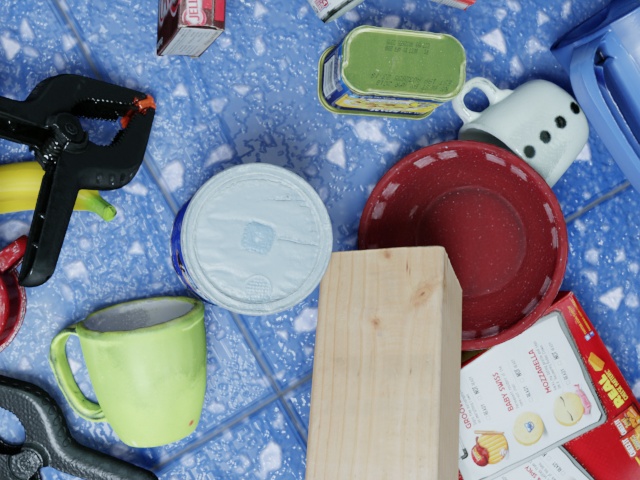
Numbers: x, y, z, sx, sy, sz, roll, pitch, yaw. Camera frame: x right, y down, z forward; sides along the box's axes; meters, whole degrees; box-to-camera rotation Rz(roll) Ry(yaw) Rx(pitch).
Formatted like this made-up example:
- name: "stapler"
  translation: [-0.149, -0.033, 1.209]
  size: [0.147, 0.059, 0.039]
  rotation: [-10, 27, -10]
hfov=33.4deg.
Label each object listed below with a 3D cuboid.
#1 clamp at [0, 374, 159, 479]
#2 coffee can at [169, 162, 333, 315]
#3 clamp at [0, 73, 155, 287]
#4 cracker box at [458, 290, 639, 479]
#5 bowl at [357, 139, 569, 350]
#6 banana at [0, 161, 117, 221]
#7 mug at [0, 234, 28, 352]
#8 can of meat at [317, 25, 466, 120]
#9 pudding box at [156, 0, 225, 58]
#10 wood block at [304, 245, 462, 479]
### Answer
- name: "clamp"
  translation: [-0.216, 0.172, 0.793]
  size: [0.171, 0.039, 0.120]
  rotation: [41, 89, 0]
- name: "coffee can"
  translation: [-0.055, 0.001, 0.778]
  size: [0.102, 0.140, 0.103]
  rotation: [0, 88, -11]
- name: "clamp"
  translation: [-0.179, -0.058, 0.740]
  size: [0.164, 0.036, 0.209]
  rotation: [58, 35, 6]
- name: "cracker box"
  translation: [0.145, 0.163, 0.848]
  size: [0.213, 0.072, 0.164]
  rotation: [-33, 94, -9]
- name: "bowl"
  translation: [0.113, 0.003, 0.836]
  size: [0.162, 0.055, 0.162]
  rotation: [1, 94, 17]
- name: "banana"
  translation: [-0.249, -0.028, 0.781]
  size: [0.197, 0.069, 0.037]
  rotation: [-9, 117, -4]
- name: "mug"
  translation: [-0.253, 0.039, 0.768]
  size: [0.117, 0.081, 0.093]
  rotation: [-40, 96, -10]
- name: "can of meat"
  translation: [0.055, -0.130, 0.832]
  size: [0.102, 0.084, 0.057]
  rotation: [3, 88, -11]
- name: "pudding box"
  translation: [-0.096, -0.189, 0.790]
  size: [0.039, 0.114, 0.090]
  rotation: [3, 88, -14]
- name: "wood block"
  translation: [0.047, 0.117, 0.743]
  size: [0.090, 0.090, 0.206]
  rotation: [-3, 66, 17]
